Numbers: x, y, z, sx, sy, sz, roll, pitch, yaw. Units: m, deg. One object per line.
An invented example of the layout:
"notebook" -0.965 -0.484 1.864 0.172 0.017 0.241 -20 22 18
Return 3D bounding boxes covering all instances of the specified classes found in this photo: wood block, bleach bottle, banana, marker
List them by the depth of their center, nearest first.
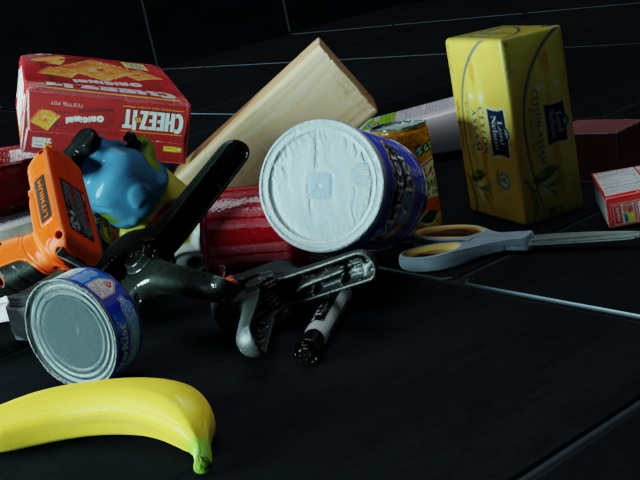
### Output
"banana" -0.141 0.113 0.677 0.198 0.037 0.069 -4 16 27
"marker" 0.003 0.060 0.790 0.020 0.020 0.121 -7 16 16
"wood block" -0.048 -0.104 1.101 0.206 0.090 0.091 -41 13 11
"bleach bottle" 0.106 -0.132 1.315 0.251 0.068 0.102 -10 15 13

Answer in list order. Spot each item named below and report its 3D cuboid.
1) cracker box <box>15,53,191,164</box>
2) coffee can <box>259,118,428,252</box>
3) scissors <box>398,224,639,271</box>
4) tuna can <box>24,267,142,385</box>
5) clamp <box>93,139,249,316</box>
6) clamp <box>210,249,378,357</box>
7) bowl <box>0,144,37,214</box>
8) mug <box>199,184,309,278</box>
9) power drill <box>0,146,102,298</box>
"cracker box" -0.237 -0.145 1.137 0.164 0.072 0.214 3 17 -18
"coffee can" 0.023 -0.042 0.881 0.103 0.103 0.140 -6 -2 19
"scissors" 0.149 0.007 0.878 0.202 0.016 0.096 3 23 44
"tuna can" -0.173 0.063 0.784 0.086 0.086 0.033 -2 16 31
"clamp" -0.136 0.024 0.878 0.210 0.036 0.164 -34 38 24
"clamp" -0.043 0.048 0.810 0.120 0.039 0.172 -29 9 -31
"bowl" -0.338 -0.059 1.096 0.162 0.055 0.162 -8 14 2
"mug" -0.056 0.001 0.937 0.081 0.093 0.117 -4 48 10
"power drill" -0.283 -0.002 0.894 0.188 0.184 0.057 -28 -27 13
